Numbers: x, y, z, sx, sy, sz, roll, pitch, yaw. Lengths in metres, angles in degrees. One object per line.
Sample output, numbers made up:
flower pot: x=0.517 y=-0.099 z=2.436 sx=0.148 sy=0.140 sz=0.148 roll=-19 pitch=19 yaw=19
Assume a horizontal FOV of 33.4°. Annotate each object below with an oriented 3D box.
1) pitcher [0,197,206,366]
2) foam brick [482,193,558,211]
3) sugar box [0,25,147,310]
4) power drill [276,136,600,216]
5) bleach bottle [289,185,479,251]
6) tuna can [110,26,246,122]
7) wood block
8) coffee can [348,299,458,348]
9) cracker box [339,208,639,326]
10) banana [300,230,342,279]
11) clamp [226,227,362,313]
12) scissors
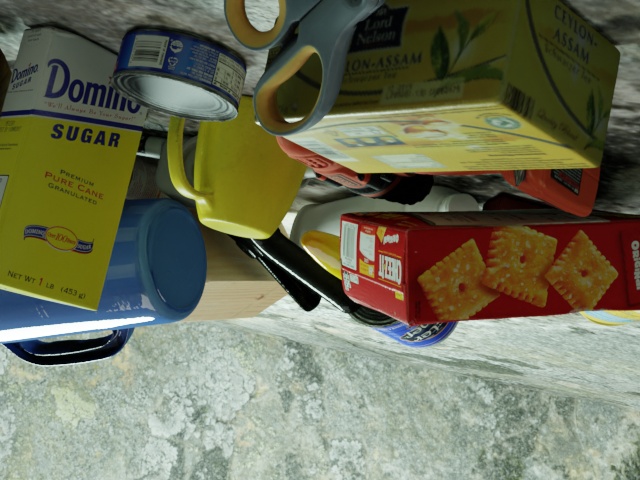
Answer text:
pitcher: x=-0.226 y=0.035 z=0.966 sx=0.243 sy=0.145 sz=0.149 roll=-5 pitch=168 yaw=25
foam brick: x=0.176 y=-0.003 z=0.905 sx=0.078 sy=0.051 sz=0.053 roll=13 pitch=170 yaw=-6
sugar box: x=-0.177 y=-0.048 z=0.731 sx=0.048 sy=0.176 sz=0.093 roll=6 pitch=169 yaw=43
power drill: x=0.087 y=-0.053 z=0.722 sx=0.188 sy=0.057 sz=0.184 roll=5 pitch=174 yaw=32
bleach bottle: x=0.062 y=-0.011 z=0.977 sx=0.102 sy=0.068 sz=0.251 roll=17 pitch=167 yaw=-20
tuna can: x=-0.092 y=-0.108 z=0.702 sx=0.086 sy=0.034 sz=0.086 roll=12 pitch=170 yaw=2
wood block: x=-0.110 y=0.024 z=1.090 sx=0.091 sy=0.090 sz=0.205 roll=-34 pitch=163 yaw=22
coffee can: x=0.093 y=0.062 z=1.222 sx=0.103 sy=0.103 sz=0.140 roll=7 pitch=169 yaw=27
cracker box: x=0.136 y=0.015 z=0.776 sx=0.213 sy=0.072 sz=0.164 roll=-1 pitch=-175 yaw=-14
banana: x=0.078 y=0.030 z=0.932 sx=0.198 sy=0.037 sz=0.070 roll=12 pitch=146 yaw=1
clamp: x=-0.057 y=0.001 z=1.013 sx=0.210 sy=0.036 sz=0.165 roll=41 pitch=167 yaw=-2
scissors: x=0.006 y=-0.126 z=0.495 sx=0.016 sy=0.096 sz=0.202 roll=-22 pitch=162 yaw=-37
